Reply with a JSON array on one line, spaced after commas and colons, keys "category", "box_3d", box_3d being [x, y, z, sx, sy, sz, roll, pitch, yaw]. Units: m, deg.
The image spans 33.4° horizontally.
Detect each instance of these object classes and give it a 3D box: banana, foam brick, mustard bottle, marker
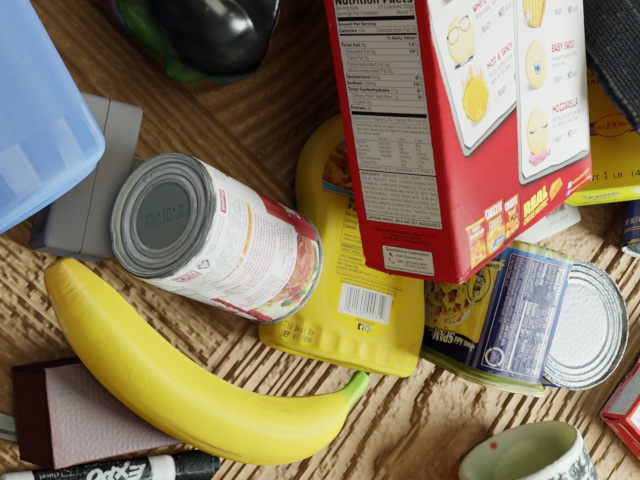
[{"category": "banana", "box_3d": [-0.060, 0.074, 0.553, 0.197, 0.037, 0.069, 26, 52, -30]}, {"category": "foam brick", "box_3d": [-0.116, 0.087, 0.566, 0.078, 0.051, 0.053, -5, 88, -33]}, {"category": "mustard bottle", "box_3d": [0.029, -0.020, 0.641, 0.096, 0.058, 0.191, 16, 80, -20]}, {"category": "marker", "box_3d": [-0.113, 0.130, 0.587, 0.120, 0.020, 0.020, -3, 88, -25]}]

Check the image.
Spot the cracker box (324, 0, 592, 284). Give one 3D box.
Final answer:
[{"category": "cracker box", "box_3d": [0.077, -0.107, 0.573, 0.163, 0.072, 0.214, -32, 120, -45]}]

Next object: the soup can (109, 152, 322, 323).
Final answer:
[{"category": "soup can", "box_3d": [-0.054, 0.001, 0.566, 0.102, 0.069, 0.068, 27, 73, -54]}]

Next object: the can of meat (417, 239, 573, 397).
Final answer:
[{"category": "can of meat", "box_3d": [0.100, 0.038, 0.639, 0.057, 0.102, 0.084, 14, 92, -23]}]
